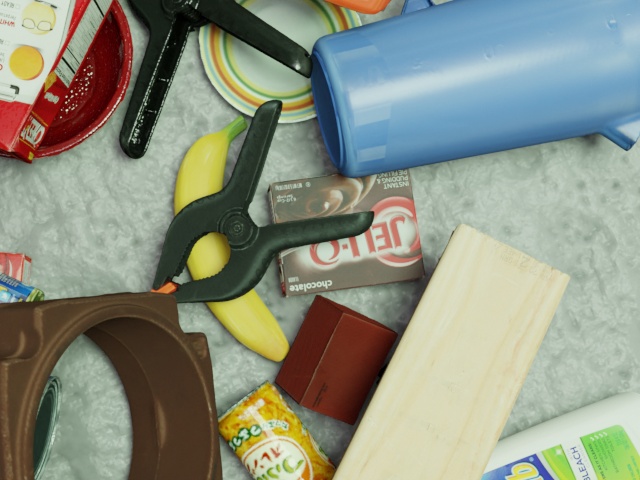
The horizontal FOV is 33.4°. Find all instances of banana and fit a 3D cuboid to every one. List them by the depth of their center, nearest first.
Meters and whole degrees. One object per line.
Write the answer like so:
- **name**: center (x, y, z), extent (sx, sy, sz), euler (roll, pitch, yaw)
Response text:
- **banana**: center (-0.074, 0.001, 0.827), extent (0.069, 0.037, 0.198), euler (-10, 83, -3)

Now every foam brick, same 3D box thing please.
- **foam brick**: center (0.011, 0.088, 0.799), extent (0.053, 0.051, 0.078), euler (25, 93, -27)

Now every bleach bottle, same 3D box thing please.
- **bleach bottle**: center (0.142, 0.205, 0.804), extent (0.250, 0.068, 0.102), euler (-23, 83, -4)

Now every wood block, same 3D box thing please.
- **wood block**: center (0.088, 0.106, 0.758), extent (0.090, 0.091, 0.206), euler (27, 72, 6)

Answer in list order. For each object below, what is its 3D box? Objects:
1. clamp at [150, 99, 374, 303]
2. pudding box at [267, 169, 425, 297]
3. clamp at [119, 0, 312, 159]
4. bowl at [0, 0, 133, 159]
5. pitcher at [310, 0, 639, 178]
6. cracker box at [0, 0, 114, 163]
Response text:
- **clamp**: center (-0.048, -0.005, 0.785), extent (0.120, 0.039, 0.171), euler (42, 96, 12)
- **pudding box**: center (0.020, -0.006, 0.833), extent (0.113, 0.039, 0.090), euler (-8, 84, -4)
- **clamp**: center (-0.092, -0.180, 0.825), extent (0.165, 0.036, 0.210), euler (-15, 71, 20)
- **bowl**: center (-0.223, -0.136, 0.826), extent (0.162, 0.055, 0.162), euler (0, 83, -3)
- **pitcher**: center (0.117, -0.135, 0.807), extent (0.242, 0.149, 0.145), euler (-14, 126, -7)
- **cracker box**: center (-0.237, -0.186, 0.764), extent (0.164, 0.072, 0.213), euler (25, 85, 2)
